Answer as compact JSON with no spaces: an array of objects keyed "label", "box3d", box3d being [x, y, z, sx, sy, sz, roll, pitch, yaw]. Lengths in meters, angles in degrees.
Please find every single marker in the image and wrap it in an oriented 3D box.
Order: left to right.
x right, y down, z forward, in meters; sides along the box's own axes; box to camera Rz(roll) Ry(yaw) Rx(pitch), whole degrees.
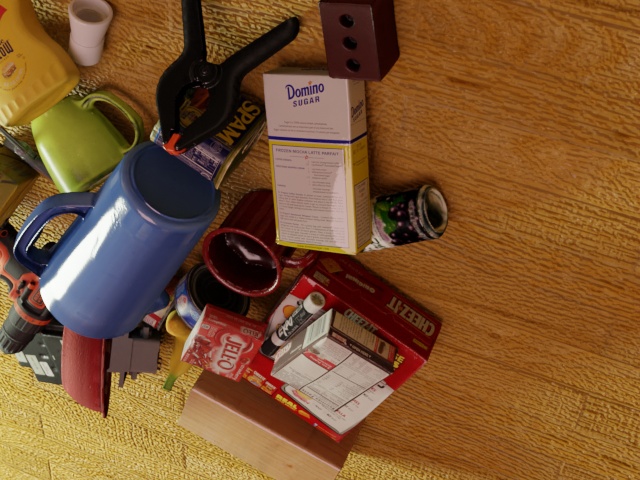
[{"label":"marker","box3d":[-0.032,0.093,1.157,0.020,0.020,0.121,37,135,-6]}]

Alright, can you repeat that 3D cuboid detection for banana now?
[{"label":"banana","box3d":[-0.167,0.123,1.312,0.037,0.069,0.198,17,149,2]}]

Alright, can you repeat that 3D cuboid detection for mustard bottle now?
[{"label":"mustard bottle","box3d":[-0.335,-0.219,1.097,0.096,0.058,0.191,-34,87,19]}]

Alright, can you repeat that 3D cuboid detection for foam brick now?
[{"label":"foam brick","box3d":[0.035,-0.188,0.952,0.053,0.051,0.078,8,131,23]}]

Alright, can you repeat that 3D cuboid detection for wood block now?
[{"label":"wood block","box3d":[-0.062,0.227,1.341,0.206,0.090,0.090,29,136,4]}]

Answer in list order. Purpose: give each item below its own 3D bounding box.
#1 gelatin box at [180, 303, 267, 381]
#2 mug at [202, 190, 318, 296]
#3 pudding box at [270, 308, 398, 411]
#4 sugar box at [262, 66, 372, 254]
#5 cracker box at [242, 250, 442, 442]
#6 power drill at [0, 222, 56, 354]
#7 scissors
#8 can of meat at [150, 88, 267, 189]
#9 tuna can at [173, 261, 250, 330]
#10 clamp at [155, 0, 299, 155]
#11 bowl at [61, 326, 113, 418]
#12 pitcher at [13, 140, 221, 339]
[{"label":"gelatin box","box3d":[-0.109,0.115,1.199,0.073,0.030,0.089,22,137,-11]},{"label":"mug","box3d":[-0.058,0.001,1.146,0.117,0.081,0.093,9,131,22]},{"label":"pudding box","box3d":[0.014,0.130,1.142,0.090,0.039,0.114,32,137,-18]},{"label":"sugar box","box3d":[-0.001,-0.079,1.037,0.093,0.048,0.176,7,110,26]},{"label":"cracker box","box3d":[0.014,0.121,1.222,0.164,0.072,0.214,35,135,-3]},{"label":"power drill","box3d":[-0.410,0.036,1.353,0.187,0.057,0.185,37,110,-7]},{"label":"scissors","box3d":[-0.339,-0.107,1.183,0.096,0.016,0.201,34,171,20]},{"label":"can of meat","box3d":[-0.108,-0.113,1.061,0.084,0.102,0.058,34,136,0]},{"label":"tuna can","box3d":[-0.125,0.067,1.238,0.086,0.086,0.034,40,134,-8]},{"label":"clamp","box3d":[-0.094,-0.157,0.999,0.120,0.039,0.171,16,89,13]},{"label":"bowl","box3d":[-0.291,0.141,1.334,0.055,0.162,0.162,2,134,-7]},{"label":"pitcher","box3d":[-0.211,-0.005,1.131,0.145,0.149,0.243,56,138,9]}]
